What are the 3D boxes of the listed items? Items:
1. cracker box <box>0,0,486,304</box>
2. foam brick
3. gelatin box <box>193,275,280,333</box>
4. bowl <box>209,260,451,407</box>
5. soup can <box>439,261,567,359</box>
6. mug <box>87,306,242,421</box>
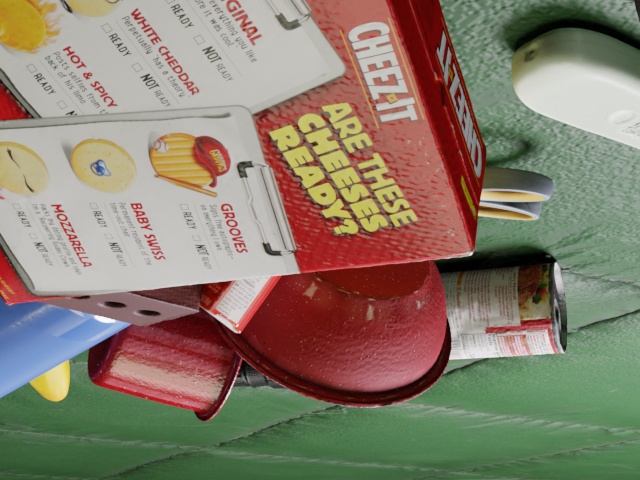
[{"bbox_3d":[-0.062,-0.062,0.401,0.214,0.072,0.164,-8,131,22],"label":"cracker box"},{"bbox_3d":[-0.104,0.009,0.546,0.078,0.051,0.053,19,154,-42],"label":"foam brick"},{"bbox_3d":[-0.054,0.001,0.591,0.030,0.073,0.089,41,172,-39],"label":"gelatin box"},{"bbox_3d":[0.013,0.021,0.641,0.162,0.162,0.055,8,130,-19],"label":"bowl"},{"bbox_3d":[0.130,0.054,0.803,0.102,0.068,0.068,-6,159,20],"label":"soup can"},{"bbox_3d":[-0.097,0.054,0.696,0.081,0.093,0.117,18,114,-21],"label":"mug"}]
